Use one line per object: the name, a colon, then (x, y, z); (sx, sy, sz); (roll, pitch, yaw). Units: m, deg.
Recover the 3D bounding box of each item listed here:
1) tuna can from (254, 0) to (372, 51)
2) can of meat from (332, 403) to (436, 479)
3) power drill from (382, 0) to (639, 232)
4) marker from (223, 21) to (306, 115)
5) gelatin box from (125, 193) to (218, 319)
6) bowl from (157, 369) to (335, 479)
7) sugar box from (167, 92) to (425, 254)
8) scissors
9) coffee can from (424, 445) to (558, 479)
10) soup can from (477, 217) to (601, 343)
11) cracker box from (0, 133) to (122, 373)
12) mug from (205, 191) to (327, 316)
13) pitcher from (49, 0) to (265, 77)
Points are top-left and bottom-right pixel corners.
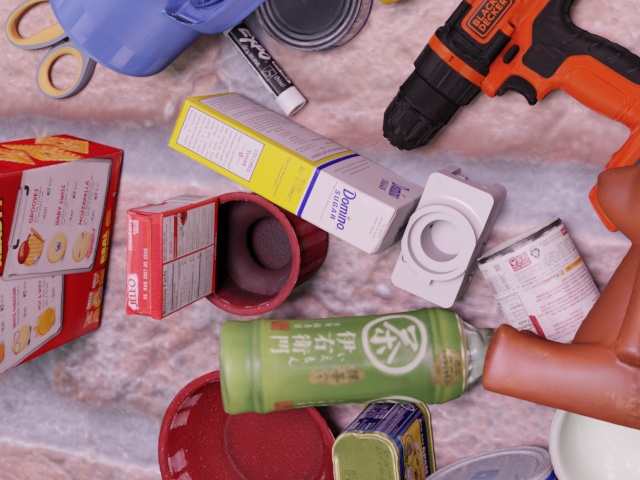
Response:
tuna can: (-0.005, -0.184, 0.792); (0.086, 0.033, 0.086); (4, 102, 21)
can of meat: (0.049, 0.178, 0.813); (0.057, 0.083, 0.102); (-4, 99, 22)
power drill: (0.155, -0.093, 0.734); (0.188, 0.057, 0.185); (42, 112, 9)
marker: (-0.055, -0.149, 0.827); (0.020, 0.020, 0.121); (-40, 84, 23)
gelatin box: (-0.104, 0.009, 0.747); (0.030, 0.089, 0.073); (7, 102, 20)
bowl: (-0.049, 0.174, 0.866); (0.162, 0.055, 0.162); (4, 102, 21)
sugar box: (-0.014, -0.052, 0.789); (0.176, 0.093, 0.048); (31, 110, 14)
scissors: (-0.169, -0.172, 0.869); (0.202, 0.016, 0.096); (-5, 100, 22)
coffee can: (0.140, 0.235, 0.778); (0.103, 0.102, 0.140); (-17, 94, 23)
soup can: (0.162, 0.043, 0.752); (0.069, 0.068, 0.102); (-28, 88, 23)
cracker box: (-0.244, 0.010, 0.825); (0.072, 0.213, 0.164); (16, 105, 18)
mug: (-0.055, 0.001, 0.821); (0.117, 0.081, 0.093); (12, 104, 19)
pitcher: (-0.081, -0.216, 0.734); (0.145, 0.149, 0.243); (47, 123, -7)
